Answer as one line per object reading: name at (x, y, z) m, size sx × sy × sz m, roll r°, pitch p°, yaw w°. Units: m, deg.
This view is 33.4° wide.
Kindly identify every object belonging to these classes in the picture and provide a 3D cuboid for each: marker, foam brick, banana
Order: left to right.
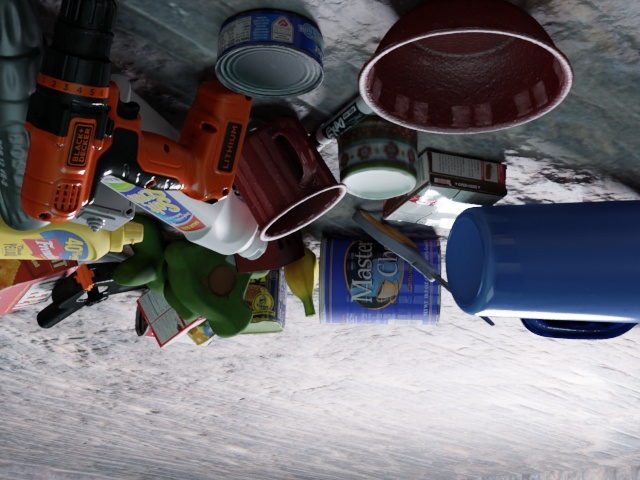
foam brick at (-0.058, 0.001, 1.178) m, size 0.051 × 0.053 × 0.078 m, roll -5°, pitch -171°, yaw 22°
banana at (-0.023, 0.039, 1.270) m, size 0.037 × 0.069 × 0.198 m, roll -4°, pitch -171°, yaw 2°
marker at (0.017, -0.106, 0.969) m, size 0.020 × 0.020 × 0.121 m, roll 12°, pitch 158°, yaw -26°

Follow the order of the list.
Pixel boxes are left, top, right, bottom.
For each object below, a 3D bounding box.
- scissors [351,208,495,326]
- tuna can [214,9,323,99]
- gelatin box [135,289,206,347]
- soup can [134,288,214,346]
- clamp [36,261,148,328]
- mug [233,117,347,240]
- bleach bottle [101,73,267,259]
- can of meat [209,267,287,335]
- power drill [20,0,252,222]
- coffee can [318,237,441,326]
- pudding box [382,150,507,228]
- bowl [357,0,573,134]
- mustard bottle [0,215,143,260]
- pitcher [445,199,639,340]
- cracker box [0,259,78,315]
scissors at (0.118, 0.030, 1.165) m, size 0.202 × 0.016 × 0.096 m, roll 38°, pitch -169°, yaw 18°
tuna can at (-0.040, -0.146, 0.844) m, size 0.086 × 0.034 × 0.086 m, roll 2°, pitch 160°, yaw 1°
gelatin box at (-0.194, 0.089, 1.396) m, size 0.030 × 0.073 × 0.089 m, roll -20°, pitch 168°, yaw -49°
soup can at (-0.202, 0.109, 1.502) m, size 0.102 × 0.068 × 0.069 m, roll 12°, pitch 158°, yaw -27°
clamp at (-0.288, 0.064, 1.307) m, size 0.164 × 0.036 × 0.210 m, roll -24°, pitch 173°, yaw -4°
mug at (-0.033, -0.062, 0.964) m, size 0.093 × 0.081 × 0.117 m, roll -27°, pitch 168°, yaw -21°
bleach bottle at (-0.133, -0.053, 0.985) m, size 0.103 × 0.068 × 0.250 m, roll -3°, pitch 149°, yaw 42°
can of meat at (-0.092, 0.075, 1.374) m, size 0.102 × 0.084 × 0.057 m, roll -5°, pitch 159°, yaw 19°
power drill at (-0.142, -0.102, 0.846) m, size 0.187 × 0.184 × 0.057 m, roll 2°, pitch -161°, yaw -46°
coffee can at (0.070, 0.049, 1.260) m, size 0.140 × 0.103 × 0.103 m, roll 1°, pitch 160°, yaw 3°
pudding box at (0.124, -0.049, 1.085) m, size 0.090 × 0.039 × 0.114 m, roll 7°, pitch 162°, yaw -19°
bowl at (0.109, -0.140, 0.813) m, size 0.162 × 0.055 × 0.162 m, roll 2°, pitch 160°, yaw 1°
mustard bottle at (-0.276, -0.011, 1.076) m, size 0.191 × 0.058 × 0.096 m, roll 2°, pitch 156°, yaw -15°
pitcher at (0.253, 0.029, 1.085) m, size 0.242 × 0.149 × 0.145 m, roll 0°, pitch 176°, yaw -17°
cracker box at (-0.411, 0.058, 1.255) m, size 0.213 × 0.072 × 0.164 m, roll -20°, pitch 173°, yaw -32°
